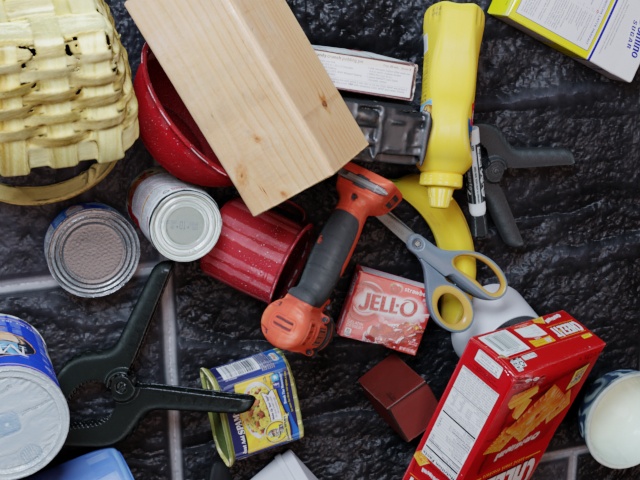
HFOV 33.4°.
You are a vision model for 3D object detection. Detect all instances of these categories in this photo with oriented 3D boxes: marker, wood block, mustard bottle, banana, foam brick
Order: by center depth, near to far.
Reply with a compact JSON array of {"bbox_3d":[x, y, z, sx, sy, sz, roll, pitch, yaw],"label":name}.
[{"bbox_3d":[-0.059,-0.139,0.897,0.090,0.090,0.206,-26,99,31],"label":"wood block"},{"bbox_3d":[0.122,-0.126,1.030,0.058,0.096,0.191,5,89,-1],"label":"mustard bottle"},{"bbox_3d":[0.158,-0.058,1.094,0.020,0.020,0.121,-16,113,-16],"label":"marker"},{"bbox_3d":[0.127,0.003,1.130,0.070,0.037,0.197,-22,112,15],"label":"banana"},{"bbox_3d":[0.085,0.167,1.137,0.053,0.078,0.051,-35,117,-8],"label":"foam brick"}]

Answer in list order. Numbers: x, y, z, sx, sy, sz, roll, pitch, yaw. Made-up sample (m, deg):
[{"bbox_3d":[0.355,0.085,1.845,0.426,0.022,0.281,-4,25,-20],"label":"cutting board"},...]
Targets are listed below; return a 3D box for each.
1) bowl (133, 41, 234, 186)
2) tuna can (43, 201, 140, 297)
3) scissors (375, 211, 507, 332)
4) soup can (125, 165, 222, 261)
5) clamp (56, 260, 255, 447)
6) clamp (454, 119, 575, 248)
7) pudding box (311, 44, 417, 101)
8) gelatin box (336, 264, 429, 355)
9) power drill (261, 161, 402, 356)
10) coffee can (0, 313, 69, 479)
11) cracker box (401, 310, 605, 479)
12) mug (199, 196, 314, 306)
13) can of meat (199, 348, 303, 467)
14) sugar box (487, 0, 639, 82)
[{"bbox_3d":[-0.115,-0.104,0.956,0.055,0.162,0.162,-35,119,26],"label":"bowl"},{"bbox_3d":[-0.214,0.008,0.997,0.086,0.034,0.086,-6,107,-20],"label":"tuna can"},{"bbox_3d":[0.096,0.024,1.094,0.201,0.016,0.096,25,86,-10],"label":"scissors"},{"bbox_3d":[-0.135,-0.026,0.980,0.068,0.102,0.068,-6,108,-20],"label":"soup can"},{"bbox_3d":[-0.178,0.143,1.024,0.210,0.036,0.164,-37,90,2],"label":"clamp"},{"bbox_3d":[0.178,-0.066,1.126,0.171,0.039,0.120,20,93,-19],"label":"clamp"},{"bbox_3d":[0.022,-0.160,1.008,0.113,0.090,0.039,3,104,-23],"label":"pudding box"},{"bbox_3d":[0.068,0.073,1.119,0.089,0.030,0.073,16,100,-11],"label":"gelatin box"},{"bbox_3d":[0.015,0.024,1.030,0.057,0.184,0.187,25,89,10],"label":"power drill"},{"bbox_3d":[-0.284,0.135,0.948,0.102,0.140,0.103,-6,108,-20],"label":"coffee can"},{"bbox_3d":[0.191,0.188,1.124,0.163,0.072,0.214,-10,130,-44],"label":"cracker box"},{"bbox_3d":[-0.057,0.001,1.022,0.081,0.093,0.117,25,55,10],"label":"mug"},{"bbox_3d":[-0.069,0.168,1.089,0.083,0.057,0.102,-16,110,-18],"label":"can of meat"},{"bbox_3d":[0.267,-0.240,1.105,0.176,0.048,0.093,21,97,-29],"label":"sugar box"}]
